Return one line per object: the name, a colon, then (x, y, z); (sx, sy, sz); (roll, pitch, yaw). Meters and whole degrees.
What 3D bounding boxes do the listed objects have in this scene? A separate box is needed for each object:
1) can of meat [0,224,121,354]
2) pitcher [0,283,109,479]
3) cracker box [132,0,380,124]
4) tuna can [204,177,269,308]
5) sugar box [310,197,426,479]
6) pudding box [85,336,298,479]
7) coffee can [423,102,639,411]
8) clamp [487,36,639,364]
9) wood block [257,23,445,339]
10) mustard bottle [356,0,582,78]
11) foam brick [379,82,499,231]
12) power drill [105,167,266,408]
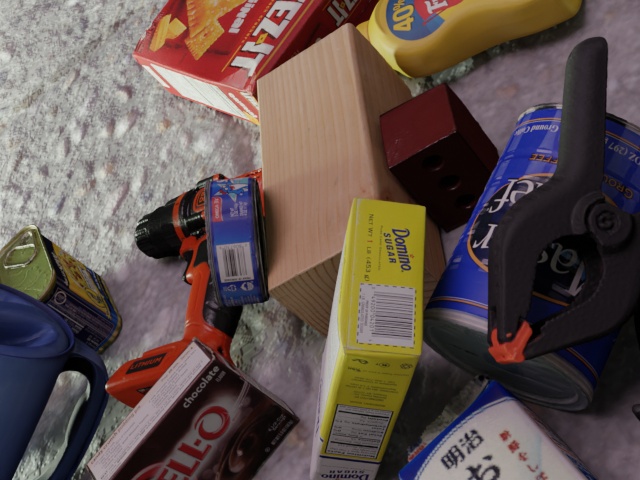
can of meat: (-0.223, 0.046, 0.904); (0.057, 0.083, 0.102); (-44, 40, 6)
pitcher: (-0.275, 0.158, 0.798); (0.149, 0.144, 0.243); (28, 104, 22)
cracker box: (-0.056, -0.196, 0.957); (0.214, 0.072, 0.164); (25, 78, 49)
tuna can: (-0.055, 0.001, 0.709); (0.034, 0.086, 0.086); (-6, 48, 0)
sugar box: (0.025, 0.065, 0.606); (0.048, 0.176, 0.093); (6, 56, 1)
pudding box: (-0.083, 0.133, 0.702); (0.113, 0.090, 0.039); (-51, 38, -5)
coffee can: (0.129, 0.009, 0.598); (0.103, 0.102, 0.140); (11, 67, 46)
clamp: (0.132, -0.017, 0.530); (0.120, 0.039, 0.171); (44, 76, 9)
wood block: (0.019, -0.042, 0.750); (0.091, 0.090, 0.206); (-28, 44, 23)
mustard bottle: (0.099, -0.173, 0.808); (0.192, 0.058, 0.096); (-20, 46, 31)
foam brick: (0.083, -0.055, 0.712); (0.053, 0.078, 0.051); (-27, 42, 23)
power drill: (-0.102, 0.037, 0.819); (0.185, 0.057, 0.187); (-18, 49, 43)
